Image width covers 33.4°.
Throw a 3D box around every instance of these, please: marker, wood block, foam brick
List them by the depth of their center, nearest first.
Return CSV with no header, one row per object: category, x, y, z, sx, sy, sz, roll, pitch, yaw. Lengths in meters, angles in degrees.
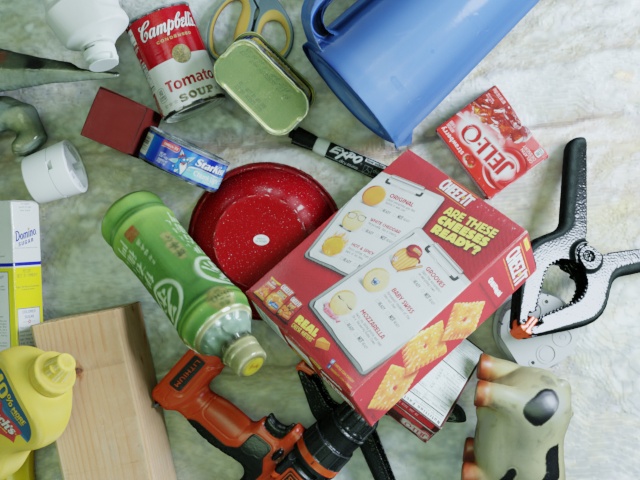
foam brick,-0.195,-0.114,1.052,0.053,0.078,0.051,24,91,3
wood block,-0.209,0.172,1.053,0.091,0.090,0.206,-11,91,5
marker,0.024,-0.084,1.066,0.121,0.020,0.020,24,92,3

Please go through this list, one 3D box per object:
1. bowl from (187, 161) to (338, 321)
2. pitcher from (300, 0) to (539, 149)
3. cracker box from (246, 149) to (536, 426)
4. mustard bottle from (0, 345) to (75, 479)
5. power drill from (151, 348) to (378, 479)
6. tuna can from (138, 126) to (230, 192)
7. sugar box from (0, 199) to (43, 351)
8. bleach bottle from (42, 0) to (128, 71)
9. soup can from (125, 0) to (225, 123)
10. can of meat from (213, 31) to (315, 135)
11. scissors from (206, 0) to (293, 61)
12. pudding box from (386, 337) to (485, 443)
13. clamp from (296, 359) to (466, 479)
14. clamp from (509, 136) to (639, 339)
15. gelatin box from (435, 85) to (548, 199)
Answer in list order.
bowl,-0.057,0.001,1.056,0.162,0.055,0.162,0,91,3
pitcher,0.104,-0.218,1.001,0.243,0.149,0.145,-43,79,0
cracker box,0.065,0.039,0.982,0.213,0.072,0.164,-41,51,-10
mustard bottle,-0.282,0.152,0.992,0.192,0.058,0.096,-37,77,37
power drill,-0.058,0.169,1.042,0.188,0.057,0.185,45,106,6
tuna can,-0.134,-0.079,1.044,0.086,0.086,0.034,25,94,3
sugar box,-0.324,0.049,1.067,0.093,0.048,0.176,-1,89,29
bleach bottle,-0.233,-0.286,1.034,0.102,0.068,0.251,-18,79,6
soup can,-0.143,-0.175,1.052,0.068,0.068,0.102,-22,90,4
can of meat,-0.054,-0.151,1.028,0.102,0.084,0.057,44,100,-9
scissors,-0.047,-0.264,1.070,0.096,0.016,0.202,27,93,1
pudding box,0.096,0.124,1.025,0.090,0.039,0.113,38,52,2
clamp,0.056,0.165,1.058,0.171,0.039,0.120,45,94,2
clamp,0.257,0.022,1.013,0.164,0.036,0.209,37,68,1
gelatin box,0.168,-0.096,1.051,0.073,0.030,0.089,-36,88,4
